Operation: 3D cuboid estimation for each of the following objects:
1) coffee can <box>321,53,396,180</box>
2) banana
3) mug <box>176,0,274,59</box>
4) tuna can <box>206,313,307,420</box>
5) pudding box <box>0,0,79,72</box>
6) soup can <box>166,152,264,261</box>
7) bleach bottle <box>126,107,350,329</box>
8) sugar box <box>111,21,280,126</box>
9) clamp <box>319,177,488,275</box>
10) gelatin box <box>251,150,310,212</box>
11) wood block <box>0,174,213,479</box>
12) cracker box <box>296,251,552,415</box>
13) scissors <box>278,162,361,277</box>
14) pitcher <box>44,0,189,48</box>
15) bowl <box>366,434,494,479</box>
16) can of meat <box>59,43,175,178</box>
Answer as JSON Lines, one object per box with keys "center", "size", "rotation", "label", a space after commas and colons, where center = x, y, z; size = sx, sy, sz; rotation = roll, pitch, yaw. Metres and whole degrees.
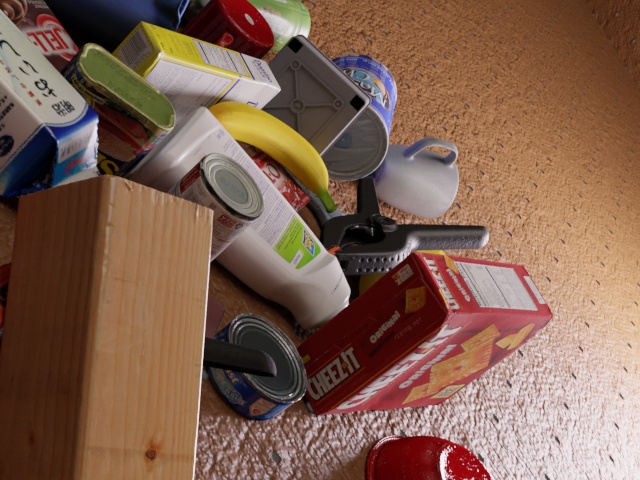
{"center": [0.034, -0.147, 1.256], "size": [0.102, 0.103, 0.140], "rotation": [42, 28, -16], "label": "coffee can"}
{"center": [-0.048, -0.097, 1.063], "size": [0.197, 0.037, 0.070], "rotation": [32, 23, -42], "label": "banana"}
{"center": [-0.107, -0.210, 1.143], "size": [0.093, 0.082, 0.117], "rotation": [46, 27, -9], "label": "mug"}
{"center": [-0.053, 0.104, 0.880], "size": [0.086, 0.034, 0.086], "rotation": [36, 30, -25], "label": "tuna can"}
{"center": [-0.257, -0.165, 0.907], "size": [0.090, 0.039, 0.113], "rotation": [53, 27, 6], "label": "pudding box"}
{"center": [-0.104, -0.016, 0.881], "size": [0.068, 0.102, 0.068], "rotation": [36, 30, -25], "label": "soup can"}
{"center": [-0.056, 0.001, 0.975], "size": [0.250, 0.068, 0.102], "rotation": [48, 42, -14], "label": "bleach bottle"}
{"center": [-0.129, -0.147, 1.020], "size": [0.175, 0.093, 0.048], "rotation": [4, 52, -56], "label": "sugar box"}
{"center": [0.073, -0.004, 1.110], "size": [0.165, 0.036, 0.209], "rotation": [21, 28, 21], "label": "clamp"}
{"center": [-0.055, -0.048, 1.075], "size": [0.073, 0.030, 0.089], "rotation": [48, 26, -2], "label": "gelatin box"}
{"center": [-0.131, 0.076, 0.641], "size": [0.090, 0.090, 0.206], "rotation": [20, 67, -48], "label": "wood block"}
{"center": [0.098, 0.090, 0.984], "size": [0.213, 0.164, 0.072], "rotation": [7, 48, -54], "label": "cracker box"}
{"center": [-0.006, -0.032, 1.145], "size": [0.201, 0.016, 0.096], "rotation": [40, 29, -19], "label": "scissors"}
{"center": [-0.244, -0.276, 0.989], "size": [0.242, 0.149, 0.145], "rotation": [23, 53, -37], "label": "pitcher"}
{"center": [0.116, 0.233, 0.951], "size": [0.162, 0.055, 0.162], "rotation": [36, 31, -26], "label": "bowl"}
{"center": [-0.183, -0.102, 0.889], "size": [0.102, 0.084, 0.057], "rotation": [36, 30, -26], "label": "can of meat"}
